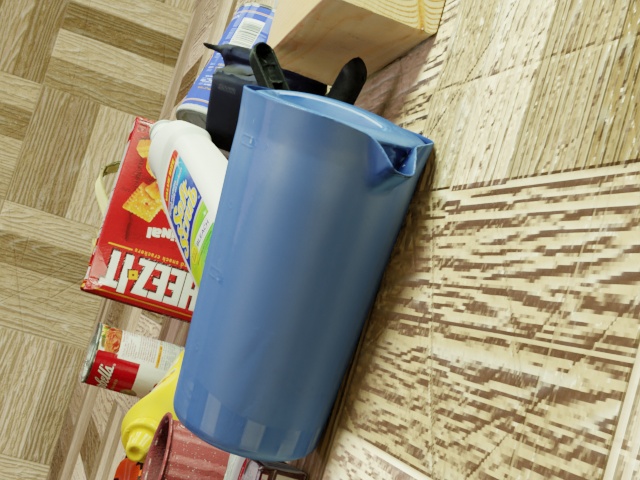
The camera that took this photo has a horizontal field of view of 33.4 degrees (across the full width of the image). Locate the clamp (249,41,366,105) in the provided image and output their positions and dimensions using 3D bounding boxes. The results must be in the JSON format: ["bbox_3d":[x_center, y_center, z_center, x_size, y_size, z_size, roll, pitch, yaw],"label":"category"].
[{"bbox_3d":[-0.006,-0.081,0.890,0.120,0.039,0.171,10,112,47],"label":"clamp"}]

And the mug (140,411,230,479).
[{"bbox_3d":[-0.100,0.190,0.907,0.093,0.081,0.117,-150,78,-75],"label":"mug"}]

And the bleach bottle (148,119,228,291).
[{"bbox_3d":[-0.109,-0.028,0.999,0.251,0.067,0.103,54,134,43],"label":"bleach bottle"}]

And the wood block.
[{"bbox_3d":[0.027,-0.199,0.881,0.206,0.090,0.091,166,121,-73],"label":"wood block"}]

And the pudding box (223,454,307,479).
[{"bbox_3d":[-0.052,0.207,0.799,0.114,0.039,0.090,163,123,-75],"label":"pudding box"}]

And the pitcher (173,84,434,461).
[{"bbox_3d":[-0.025,0.019,0.742,0.149,0.145,0.243,-41,-30,-78],"label":"pitcher"}]

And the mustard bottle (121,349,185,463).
[{"bbox_3d":[-0.146,0.164,1.033,0.096,0.058,0.191,-52,0,19],"label":"mustard bottle"}]

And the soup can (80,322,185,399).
[{"bbox_3d":[-0.202,0.136,1.165,0.068,0.102,0.068,-163,90,-76],"label":"soup can"}]

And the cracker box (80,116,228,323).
[{"bbox_3d":[-0.170,-0.020,1.252,0.072,0.164,0.213,167,120,-76],"label":"cracker box"}]

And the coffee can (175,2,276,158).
[{"bbox_3d":[-0.078,-0.168,1.148,0.140,0.102,0.103,-62,11,-16],"label":"coffee can"}]
